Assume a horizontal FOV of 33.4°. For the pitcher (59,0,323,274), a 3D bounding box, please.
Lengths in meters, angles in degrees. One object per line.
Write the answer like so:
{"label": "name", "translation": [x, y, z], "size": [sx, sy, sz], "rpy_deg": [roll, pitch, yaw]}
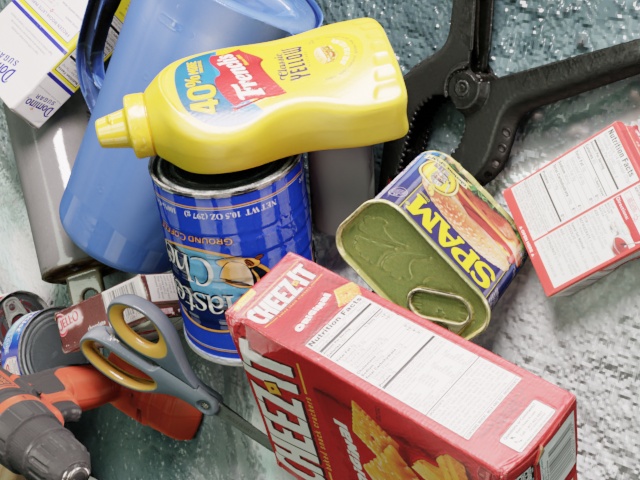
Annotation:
{"label": "pitcher", "translation": [-0.115, -0.102, 0.803], "size": [0.243, 0.144, 0.149], "rpy_deg": [-60, 29, 27]}

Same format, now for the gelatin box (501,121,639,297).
{"label": "gelatin box", "translation": [0.162, -0.017, 0.633], "size": [0.089, 0.030, 0.073], "rpy_deg": [-34, 68, 35]}

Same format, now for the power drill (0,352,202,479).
{"label": "power drill", "translation": [-0.182, 0.131, 0.823], "size": [0.185, 0.187, 0.057], "rpy_deg": [26, 106, 39]}

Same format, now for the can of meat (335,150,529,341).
{"label": "can of meat", "translation": [0.072, 0.003, 0.653], "size": [0.102, 0.083, 0.058], "rpy_deg": [46, 132, 0]}

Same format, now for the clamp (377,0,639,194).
{"label": "clamp", "translation": [0.097, -0.107, 0.681], "size": [0.210, 0.036, 0.165], "rpy_deg": [-48, 63, 33]}

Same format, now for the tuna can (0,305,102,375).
{"label": "tuna can", "translation": [-0.235, 0.102, 0.933], "size": [0.034, 0.085, 0.086], "rpy_deg": [-14, 81, 41]}

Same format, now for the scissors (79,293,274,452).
{"label": "scissors", "translation": [-0.086, 0.102, 0.782], "size": [0.202, 0.016, 0.096], "rpy_deg": [23, 130, 11]}

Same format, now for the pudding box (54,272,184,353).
{"label": "pudding box", "translation": [-0.142, 0.057, 0.851], "size": [0.114, 0.089, 0.039], "rpy_deg": [-21, 79, 38]}

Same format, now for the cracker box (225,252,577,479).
{"label": "cracker box", "translation": [0.050, 0.121, 0.652], "size": [0.214, 0.072, 0.164], "rpy_deg": [26, 144, 36]}

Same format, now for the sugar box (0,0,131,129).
{"label": "sugar box", "translation": [-0.206, -0.185, 0.886], "size": [0.176, 0.048, 0.093], "rpy_deg": [-46, 58, 2]}

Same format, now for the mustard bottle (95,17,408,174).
{"label": "mustard bottle", "translation": [-0.047, -0.087, 0.677], "size": [0.058, 0.191, 0.096], "rpy_deg": [82, 174, -48]}

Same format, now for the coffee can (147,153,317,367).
{"label": "coffee can", "translation": [-0.055, 0.001, 0.734], "size": [0.103, 0.102, 0.140], "rpy_deg": [23, 134, 38]}

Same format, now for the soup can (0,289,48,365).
{"label": "soup can", "translation": [-0.308, 0.086, 1.007], "size": [0.102, 0.068, 0.068], "rpy_deg": [-11, 84, 40]}
